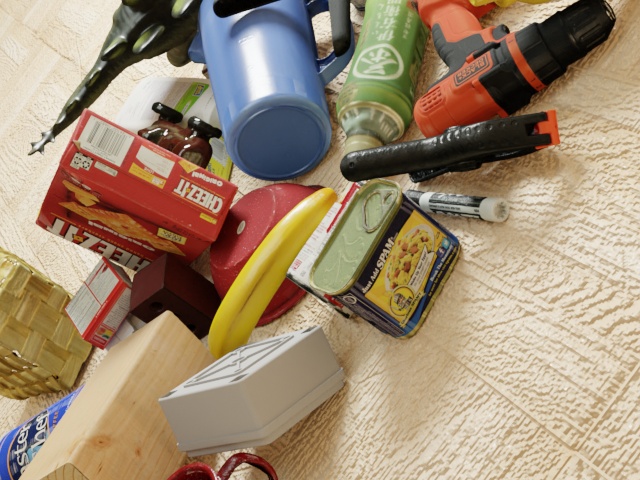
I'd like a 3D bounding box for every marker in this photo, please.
[{"bbox_3d":[0.107,-0.029,0.879,0.121,0.020,0.020,10,68,56],"label":"marker"}]

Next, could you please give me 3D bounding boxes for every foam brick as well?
[{"bbox_3d":[-0.145,0.060,1.070,0.053,0.078,0.051,-34,35,29],"label":"foam brick"}]

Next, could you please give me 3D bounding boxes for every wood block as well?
[{"bbox_3d":[-0.168,0.167,0.923,0.091,0.090,0.206,-32,18,31],"label":"wood block"}]

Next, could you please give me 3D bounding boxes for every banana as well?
[{"bbox_3d":[-0.051,0.037,0.944,0.198,0.037,0.069,-58,-10,14],"label":"banana"}]

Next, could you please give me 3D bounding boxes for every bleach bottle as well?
[{"bbox_3d":[-0.162,-0.152,1.315,0.251,0.068,0.102,12,71,54],"label":"bleach bottle"}]

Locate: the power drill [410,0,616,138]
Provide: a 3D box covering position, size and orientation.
[{"bbox_3d":[0.156,-0.187,0.931,0.185,0.057,0.187,-30,37,23],"label":"power drill"}]

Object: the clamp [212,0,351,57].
[{"bbox_3d":[0.013,-0.271,1.113,0.165,0.036,0.209,31,61,29],"label":"clamp"}]

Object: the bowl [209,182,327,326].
[{"bbox_3d":[-0.057,0.001,1.032,0.162,0.055,0.162,-34,36,29],"label":"bowl"}]

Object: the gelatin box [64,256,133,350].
[{"bbox_3d":[-0.228,0.064,1.118,0.073,0.030,0.089,-55,30,0],"label":"gelatin box"}]

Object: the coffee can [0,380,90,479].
[{"bbox_3d":[-0.234,0.203,1.025,0.141,0.102,0.103,-32,37,31],"label":"coffee can"}]

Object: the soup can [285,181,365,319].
[{"bbox_3d":[0.025,0.007,0.905,0.102,0.068,0.069,-55,31,-2],"label":"soup can"}]

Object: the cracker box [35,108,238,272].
[{"bbox_3d":[-0.194,-0.034,1.087,0.214,0.164,0.072,-35,30,65],"label":"cracker box"}]

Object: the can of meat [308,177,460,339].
[{"bbox_3d":[0.054,0.016,0.843,0.058,0.083,0.102,17,73,57],"label":"can of meat"}]

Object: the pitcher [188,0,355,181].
[{"bbox_3d":[-0.048,-0.180,1.141,0.149,0.144,0.243,-59,29,34],"label":"pitcher"}]

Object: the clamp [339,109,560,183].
[{"bbox_3d":[0.103,-0.072,0.850,0.172,0.120,0.039,-16,88,44],"label":"clamp"}]
